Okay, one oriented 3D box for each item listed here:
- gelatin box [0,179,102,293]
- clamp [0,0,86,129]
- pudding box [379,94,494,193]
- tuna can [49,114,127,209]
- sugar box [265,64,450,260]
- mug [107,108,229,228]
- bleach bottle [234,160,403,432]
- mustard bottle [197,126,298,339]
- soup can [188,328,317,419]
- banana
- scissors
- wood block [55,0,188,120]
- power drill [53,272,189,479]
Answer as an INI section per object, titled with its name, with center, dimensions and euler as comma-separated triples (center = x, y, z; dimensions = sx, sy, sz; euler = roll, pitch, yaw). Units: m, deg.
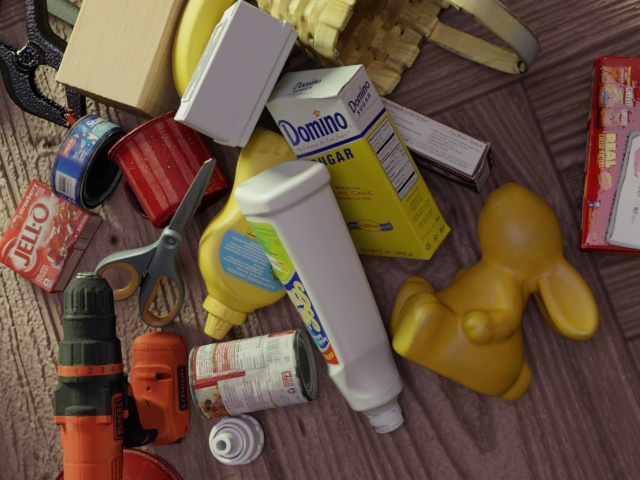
[gelatin box]
center = -0.267, -0.003, 1.039
dimensions = 0.073, 0.030, 0.089
euler = 30, 93, 13
[clamp]
center = -0.289, -0.177, 1.023
dimensions = 0.120, 0.039, 0.171
euler = -22, 102, 11
[pudding box]
center = 0.093, -0.084, 0.933
dimensions = 0.113, 0.090, 0.039
euler = 24, 91, 13
[tuna can]
center = -0.215, -0.073, 1.004
dimensions = 0.034, 0.086, 0.086
euler = 25, 92, 12
[sugar box]
center = 0.032, -0.062, 0.899
dimensions = 0.094, 0.176, 0.048
euler = 3, 47, 46
[mug]
center = -0.144, -0.059, 0.993
dimensions = 0.117, 0.093, 0.081
euler = -35, 84, 40
[bleach bottle]
center = 0.014, 0.056, 0.912
dimensions = 0.068, 0.103, 0.251
euler = -30, 107, -17
[mustard bottle]
center = -0.057, 0.001, 0.967
dimensions = 0.096, 0.058, 0.191
euler = 24, 93, -27
[soup can]
center = -0.060, 0.120, 0.965
dimensions = 0.102, 0.068, 0.068
euler = -11, 84, 11
[banana]
center = -0.090, -0.196, 0.957
dimensions = 0.069, 0.037, 0.198
euler = 16, 94, -16
[scissors]
center = -0.153, -0.001, 0.958
dimensions = 0.096, 0.016, 0.202
euler = 12, 127, -2
[wood block]
center = -0.156, -0.222, 0.995
dimensions = 0.091, 0.090, 0.206
euler = 19, 89, 16
[power drill]
center = -0.172, 0.120, 0.930
dimensions = 0.057, 0.187, 0.184
euler = -1, 88, 14
